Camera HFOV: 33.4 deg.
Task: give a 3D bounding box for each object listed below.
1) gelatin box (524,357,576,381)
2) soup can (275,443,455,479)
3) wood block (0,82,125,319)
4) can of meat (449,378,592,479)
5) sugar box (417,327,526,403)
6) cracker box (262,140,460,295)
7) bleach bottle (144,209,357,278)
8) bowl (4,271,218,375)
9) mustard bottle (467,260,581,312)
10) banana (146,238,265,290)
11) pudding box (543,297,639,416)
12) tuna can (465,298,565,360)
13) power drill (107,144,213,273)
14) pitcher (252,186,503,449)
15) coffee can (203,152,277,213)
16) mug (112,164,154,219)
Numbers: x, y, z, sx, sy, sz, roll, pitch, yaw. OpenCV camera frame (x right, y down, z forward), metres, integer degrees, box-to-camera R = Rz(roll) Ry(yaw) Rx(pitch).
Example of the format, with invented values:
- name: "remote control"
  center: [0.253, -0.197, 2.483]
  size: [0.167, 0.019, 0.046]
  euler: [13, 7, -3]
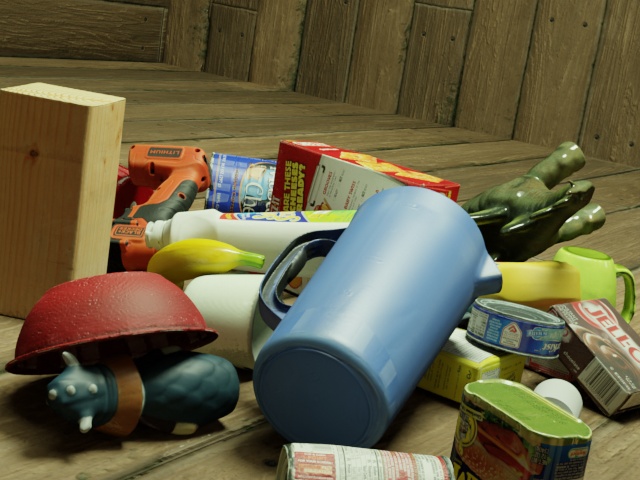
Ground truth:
- name: "gelatin box"
  center: [0.237, 0.112, 1.071]
  size: [0.073, 0.030, 0.089]
  euler: [-5, 16, -44]
- name: "soup can"
  center: [0.025, 0.161, 0.650]
  size: [0.102, 0.068, 0.068]
  euler: [7, 13, -7]
- name: "wood block"
  center: [-0.249, -0.035, 0.998]
  size: [0.091, 0.206, 0.090]
  euler: [11, 14, 7]
- name: "can of meat"
  center: [0.133, 0.151, 0.727]
  size: [0.057, 0.084, 0.102]
  euler: [1, 16, -31]
- name: "sugar box"
  center: [0.091, 0.102, 0.994]
  size: [0.176, 0.048, 0.093]
  euler: [15, 12, 35]
- name: "cracker box"
  center: [0.037, -0.008, 1.161]
  size: [0.071, 0.164, 0.214]
  euler: [-3, 18, -45]
- name: "bleach bottle"
  center: [-0.057, 0.001, 1.060]
  size: [0.251, 0.068, 0.102]
  euler: [2, 12, 15]
- name: "bowl"
  center: [-0.162, 0.061, 0.818]
  size: [0.162, 0.055, 0.162]
  euler: [-10, -12, -2]
- name: "mustard bottle"
  center: [0.153, 0.046, 1.054]
  size: [0.191, 0.058, 0.096]
  euler: [2, -6, -22]
- name: "banana"
  center: [-0.129, 0.029, 1.020]
  size: [0.069, 0.037, 0.198]
  euler: [31, -23, -23]
- name: "pudding box"
  center: [0.269, 0.107, 1.003]
  size: [0.089, 0.039, 0.113]
  euler: [-5, 49, -42]
- name: "tuna can"
  center: [0.177, 0.079, 0.969]
  size: [0.086, 0.034, 0.086]
  euler: [12, 7, -2]
- name: "power drill"
  center: [-0.212, -0.035, 1.209]
  size: [0.184, 0.057, 0.187]
  euler: [6, 42, 12]
- name: "pitcher"
  center: [0.032, 0.061, 0.862]
  size: [0.149, 0.145, 0.242]
  euler: [-34, 8, 35]
- name: "coffee can"
  center: [-0.082, -0.059, 1.430]
  size: [0.140, 0.103, 0.103]
  euler: [8, 13, -4]
- name: "mug"
  center: [-0.269, -0.047, 1.324]
  size: [0.082, 0.093, 0.117]
  euler: [24, 50, 34]
